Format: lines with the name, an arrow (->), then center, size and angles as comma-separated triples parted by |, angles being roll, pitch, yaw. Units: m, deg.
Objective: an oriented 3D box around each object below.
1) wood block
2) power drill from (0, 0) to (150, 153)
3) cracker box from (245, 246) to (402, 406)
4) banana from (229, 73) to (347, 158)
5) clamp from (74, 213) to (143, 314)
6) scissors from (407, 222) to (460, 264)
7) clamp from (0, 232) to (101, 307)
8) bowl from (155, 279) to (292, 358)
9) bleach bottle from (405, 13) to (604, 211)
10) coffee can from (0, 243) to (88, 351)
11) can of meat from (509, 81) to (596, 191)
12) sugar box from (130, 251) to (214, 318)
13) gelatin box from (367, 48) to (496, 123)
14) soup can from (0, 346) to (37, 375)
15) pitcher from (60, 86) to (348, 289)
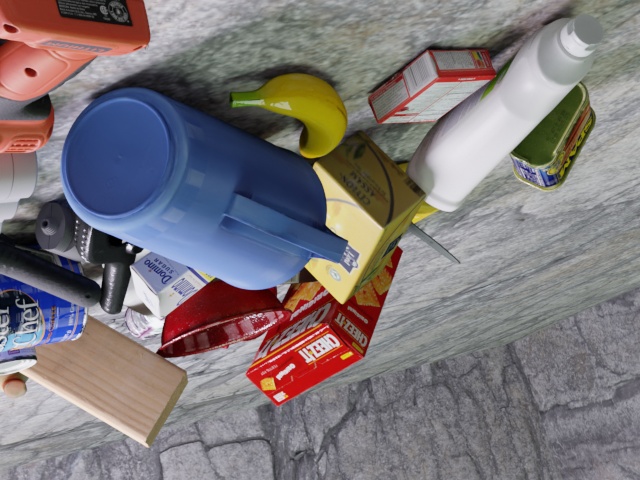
wood block -> -0.260, 0.140, 1.199 | 0.090, 0.206, 0.091 | -60, 177, -16
power drill -> -0.204, -0.102, 0.620 | 0.188, 0.057, 0.184 | -25, 169, 40
cracker box -> 0.006, 0.091, 1.373 | 0.164, 0.072, 0.213 | -35, -162, 37
banana -> -0.012, -0.106, 0.899 | 0.070, 0.037, 0.197 | -3, 170, 17
clamp -> -0.168, -0.014, 1.005 | 0.164, 0.036, 0.210 | -42, 161, -9
scissors -> 0.069, -0.024, 1.172 | 0.096, 0.016, 0.201 | -8, 142, 33
clamp -> -0.270, 0.014, 0.911 | 0.120, 0.039, 0.171 | 15, 175, 42
bowl -> -0.116, 0.083, 1.215 | 0.162, 0.055, 0.162 | -17, 167, -4
bleach bottle -> 0.166, -0.118, 0.950 | 0.102, 0.068, 0.251 | -58, -174, -28
coffee can -> -0.310, 0.057, 1.030 | 0.140, 0.103, 0.103 | -8, 164, -36
can of meat -> 0.229, -0.109, 1.064 | 0.102, 0.057, 0.084 | -61, 159, -2
sugar box -> -0.102, 0.000, 1.043 | 0.176, 0.048, 0.093 | -41, 170, -16
gelatin box -> 0.096, -0.134, 0.928 | 0.073, 0.030, 0.089 | -9, 164, -38
soup can -> -0.339, 0.085, 1.110 | 0.068, 0.102, 0.068 | -16, 167, -4
pitcher -> -0.089, -0.037, 0.860 | 0.149, 0.145, 0.242 | -23, 163, 18
